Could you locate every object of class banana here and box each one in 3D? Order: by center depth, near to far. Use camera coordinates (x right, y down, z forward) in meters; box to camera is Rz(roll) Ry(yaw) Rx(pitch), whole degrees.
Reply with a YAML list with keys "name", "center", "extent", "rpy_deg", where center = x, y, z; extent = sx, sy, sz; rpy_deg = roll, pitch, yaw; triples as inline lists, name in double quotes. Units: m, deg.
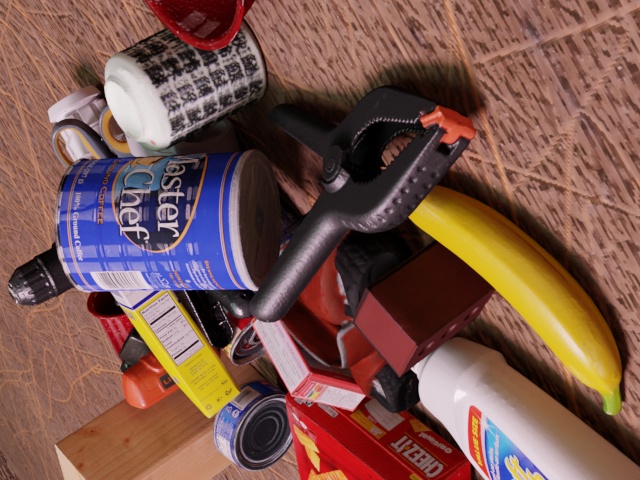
- name: "banana"
  center: [0.118, 0.025, 0.654]
  extent: [0.198, 0.037, 0.070]
  rpy_deg: [49, 150, 17]

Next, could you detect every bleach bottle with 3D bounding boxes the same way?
- name: "bleach bottle"
  center: [0.147, 0.151, 0.711]
  extent: [0.251, 0.068, 0.102]
  rpy_deg: [42, 148, 32]

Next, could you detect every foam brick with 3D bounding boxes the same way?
- name: "foam brick"
  center: [0.069, 0.042, 0.708]
  extent: [0.051, 0.078, 0.053]
  rpy_deg: [48, 153, 18]

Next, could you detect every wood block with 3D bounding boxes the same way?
- name: "wood block"
  center: [-0.154, 0.204, 1.095]
  extent: [0.090, 0.205, 0.091]
  rpy_deg: [40, 147, 30]

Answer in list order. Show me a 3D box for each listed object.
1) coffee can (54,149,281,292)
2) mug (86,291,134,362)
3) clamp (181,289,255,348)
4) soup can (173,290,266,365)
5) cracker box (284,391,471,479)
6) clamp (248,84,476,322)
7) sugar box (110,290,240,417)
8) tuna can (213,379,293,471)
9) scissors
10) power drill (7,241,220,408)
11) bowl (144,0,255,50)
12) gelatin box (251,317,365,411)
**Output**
- name: "coffee can"
  center: [-0.110, -0.013, 0.792]
  extent: [0.140, 0.102, 0.103]
  rpy_deg: [-2, 125, 15]
- name: "mug"
  center: [-0.189, 0.087, 1.164]
  extent: [0.117, 0.093, 0.081]
  rpy_deg: [15, 136, 42]
- name: "clamp"
  center: [-0.109, 0.010, 0.879]
  extent: [0.171, 0.039, 0.120]
  rpy_deg: [55, 150, -3]
- name: "soup can"
  center: [-0.086, 0.056, 0.983]
  extent: [0.102, 0.068, 0.068]
  rpy_deg: [44, 150, 25]
- name: "cracker box"
  center: [0.053, 0.229, 0.931]
  extent: [0.164, 0.072, 0.214]
  rpy_deg: [34, 145, 38]
- name: "clamp"
  center: [0.017, -0.033, 0.689]
  extent: [0.210, 0.036, 0.164]
  rpy_deg: [-13, 65, 54]
- name: "sugar box"
  center: [-0.145, 0.073, 0.970]
  extent: [0.176, 0.048, 0.093]
  rpy_deg: [57, 166, -26]
- name: "tuna can"
  center: [-0.062, 0.183, 1.056]
  extent: [0.034, 0.086, 0.086]
  rpy_deg: [25, 138, 44]
- name: "scissors"
  center: [-0.175, -0.064, 1.042]
  extent: [0.201, 0.096, 0.016]
  rpy_deg: [41, -169, -41]
- name: "power drill"
  center: [-0.187, 0.066, 1.031]
  extent: [0.057, 0.184, 0.187]
  rpy_deg: [22, 137, 56]
- name: "bowl"
  center: [-0.082, -0.212, 0.715]
  extent: [0.162, 0.055, 0.162]
  rpy_deg: [39, 147, 31]
- name: "gelatin box"
  center: [-0.009, 0.094, 0.872]
  extent: [0.030, 0.073, 0.089]
  rpy_deg: [-51, 46, 17]
